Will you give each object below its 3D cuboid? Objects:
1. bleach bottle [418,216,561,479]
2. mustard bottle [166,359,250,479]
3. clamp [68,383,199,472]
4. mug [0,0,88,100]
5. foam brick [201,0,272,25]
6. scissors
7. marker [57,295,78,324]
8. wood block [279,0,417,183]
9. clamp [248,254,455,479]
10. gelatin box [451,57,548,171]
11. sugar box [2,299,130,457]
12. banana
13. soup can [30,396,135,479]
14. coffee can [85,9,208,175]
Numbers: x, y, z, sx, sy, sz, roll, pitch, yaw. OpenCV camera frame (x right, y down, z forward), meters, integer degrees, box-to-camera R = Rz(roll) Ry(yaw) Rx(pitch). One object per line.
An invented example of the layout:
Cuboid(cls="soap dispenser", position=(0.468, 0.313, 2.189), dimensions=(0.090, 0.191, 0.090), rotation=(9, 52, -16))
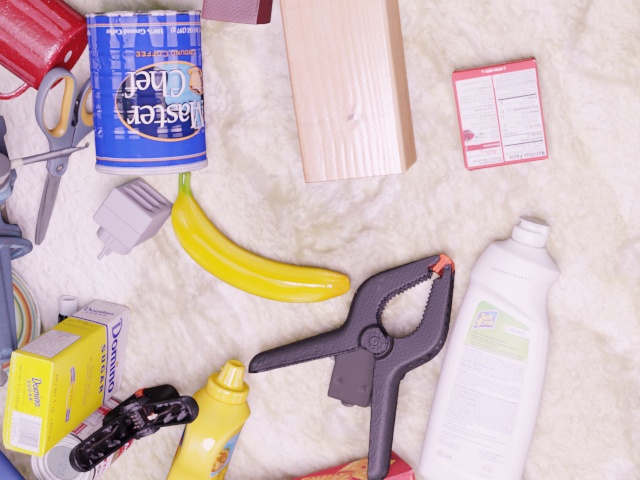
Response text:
Cuboid(cls="bleach bottle", position=(0.165, 0.104, 0.960), dimensions=(0.102, 0.068, 0.251), rotation=(16, 103, 9))
Cuboid(cls="mustard bottle", position=(-0.110, 0.202, 1.025), dimensions=(0.058, 0.096, 0.192), rotation=(23, 106, 8))
Cuboid(cls="clamp", position=(-0.177, 0.170, 0.994), dimensions=(0.120, 0.172, 0.039), rotation=(-20, 91, -13))
Cuboid(cls="mug", position=(-0.272, -0.181, 0.980), dimensions=(0.081, 0.093, 0.117), rotation=(36, 83, -2))
Cuboid(cls="foam brick", position=(-0.070, -0.232, 0.946), dimensions=(0.053, 0.051, 0.078), rotation=(11, 104, 10))
Cuboid(cls="scissors", position=(-0.237, -0.085, 1.026), dimensions=(0.016, 0.096, 0.202), rotation=(40, 141, 27))
Cuboid(cls="marker", position=(-0.259, 0.116, 1.082), dimensions=(0.020, 0.020, 0.121), rotation=(9, 104, 11))
Cuboid(cls="wood block", position=(0.023, -0.161, 0.920), dimensions=(0.091, 0.090, 0.206), rotation=(-5, 101, 13))
Cuboid(cls="clamp", position=(0.057, 0.104, 0.972), dimensions=(0.210, 0.036, 0.165), rotation=(-44, 75, 4))
Cuboid(cls="gelatin box", position=(0.157, -0.109, 0.931), dimensions=(0.073, 0.030, 0.089), rotation=(-8, 100, 13))
Cuboid(cls="sugar box", position=(-0.232, 0.123, 0.995), dimensions=(0.048, 0.176, 0.093), rotation=(14, 105, 12))
Cuboid(cls="banana", position=(-0.069, 0.014, 1.006), dimensions=(0.198, 0.037, 0.070), rotation=(33, 107, 4))
Cuboid(cls="soup can", position=(-0.232, 0.200, 1.050), dimensions=(0.068, 0.102, 0.068), rotation=(3, 102, 12))
Cuboid(cls="coffee can", position=(-0.155, -0.134, 0.960), dimensions=(0.103, 0.102, 0.140), rotation=(1, 102, 13))
